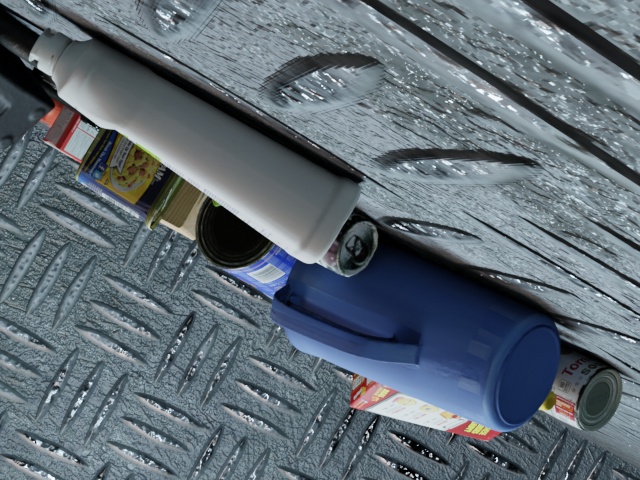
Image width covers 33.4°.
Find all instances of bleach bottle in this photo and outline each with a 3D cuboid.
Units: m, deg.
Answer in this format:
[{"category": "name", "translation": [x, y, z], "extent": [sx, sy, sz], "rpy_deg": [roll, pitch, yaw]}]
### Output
[{"category": "bleach bottle", "translation": [-0.096, -0.075, 0.771], "extent": [0.250, 0.068, 0.102], "rpy_deg": [32, 176, -6]}]

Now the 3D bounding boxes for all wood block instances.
[{"category": "wood block", "translation": [-0.164, -0.065, 1.184], "extent": [0.091, 0.090, 0.206], "rpy_deg": [29, 176, 0]}]

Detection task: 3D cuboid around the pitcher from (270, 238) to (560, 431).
[{"category": "pitcher", "translation": [0.082, 0.081, 0.963], "extent": [0.243, 0.149, 0.145], "rpy_deg": [21, 152, 41]}]

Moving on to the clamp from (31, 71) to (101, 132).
[{"category": "clamp", "translation": [-0.248, -0.144, 1.161], "extent": [0.164, 0.036, 0.210], "rpy_deg": [33, 175, -10]}]

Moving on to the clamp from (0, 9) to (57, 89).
[{"category": "clamp", "translation": [-0.227, -0.152, 0.914], "extent": [0.172, 0.039, 0.120], "rpy_deg": [27, 179, 34]}]

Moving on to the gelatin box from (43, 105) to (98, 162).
[{"category": "gelatin box", "translation": [-0.289, -0.135, 1.297], "extent": [0.030, 0.073, 0.089], "rpy_deg": [29, 177, 19]}]

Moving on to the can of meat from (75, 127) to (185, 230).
[{"category": "can of meat", "translation": [-0.163, -0.074, 0.976], "extent": [0.084, 0.102, 0.057], "rpy_deg": [32, 175, -1]}]

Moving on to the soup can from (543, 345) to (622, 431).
[{"category": "soup can", "translation": [0.238, 0.139, 1.058], "extent": [0.068, 0.068, 0.102], "rpy_deg": [33, 175, -40]}]

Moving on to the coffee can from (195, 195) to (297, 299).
[{"category": "coffee can", "translation": [-0.058, 0.001, 1.158], "extent": [0.103, 0.103, 0.140], "rpy_deg": [27, 175, 29]}]

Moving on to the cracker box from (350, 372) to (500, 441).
[{"category": "cracker box", "translation": [0.168, 0.193, 1.437], "extent": [0.213, 0.072, 0.164], "rpy_deg": [15, 149, -13]}]
